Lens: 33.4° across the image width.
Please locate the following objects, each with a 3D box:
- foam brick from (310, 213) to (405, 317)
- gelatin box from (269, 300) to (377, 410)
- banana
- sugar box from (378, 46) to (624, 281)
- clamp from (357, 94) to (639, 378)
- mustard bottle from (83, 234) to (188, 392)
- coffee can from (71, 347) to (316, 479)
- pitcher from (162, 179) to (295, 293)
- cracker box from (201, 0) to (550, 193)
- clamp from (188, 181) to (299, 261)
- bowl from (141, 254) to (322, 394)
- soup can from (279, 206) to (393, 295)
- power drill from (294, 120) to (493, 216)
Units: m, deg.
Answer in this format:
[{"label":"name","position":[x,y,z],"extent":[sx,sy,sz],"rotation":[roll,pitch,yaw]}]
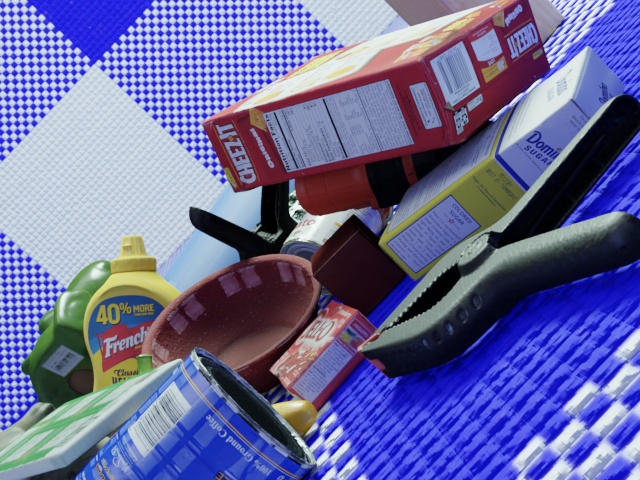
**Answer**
[{"label":"foam brick","position":[0.029,0.020,0.840],"extent":[0.051,0.053,0.078],"rotation":[-45,8,6]},{"label":"gelatin box","position":[0.002,0.081,0.768],"extent":[0.073,0.030,0.089],"rotation":[-47,9,-5]},{"label":"banana","position":[-0.082,0.130,0.756],"extent":[0.198,0.037,0.069],"rotation":[8,92,44]},{"label":"sugar box","position":[0.124,-0.050,0.733],"extent":[0.177,0.048,0.093],"rotation":[-36,13,35]},{"label":"clamp","position":[0.103,0.008,0.596],"extent":[0.210,0.036,0.164],"rotation":[-40,11,37]},{"label":"mustard bottle","position":[-0.161,0.091,0.947],"extent":[0.096,0.191,0.058],"rotation":[-6,-6,14]},{"label":"coffee can","position":[-0.087,0.150,0.643],"extent":[0.140,0.103,0.103],"rotation":[-47,9,-1]},{"label":"pitcher","position":[-0.074,0.016,1.146],"extent":[0.145,0.149,0.242],"rotation":[-5,43,54]},{"label":"cracker box","position":[0.043,-0.110,0.816],"extent":[0.214,0.072,0.163],"rotation":[-10,20,41]},{"label":"clamp","position":[-0.056,0.001,0.966],"extent":[0.120,0.171,0.039],"rotation":[-34,34,-29]},{"label":"bowl","position":[-0.064,0.081,0.878],"extent":[0.162,0.055,0.162],"rotation":[-19,29,11]},{"label":"soup can","position":[0.015,-0.007,0.970],"extent":[0.069,0.068,0.102],"rotation":[-36,15,51]},{"label":"power drill","position":[0.086,-0.084,0.905],"extent":[0.185,0.057,0.187],"rotation":[-11,17,24]}]
